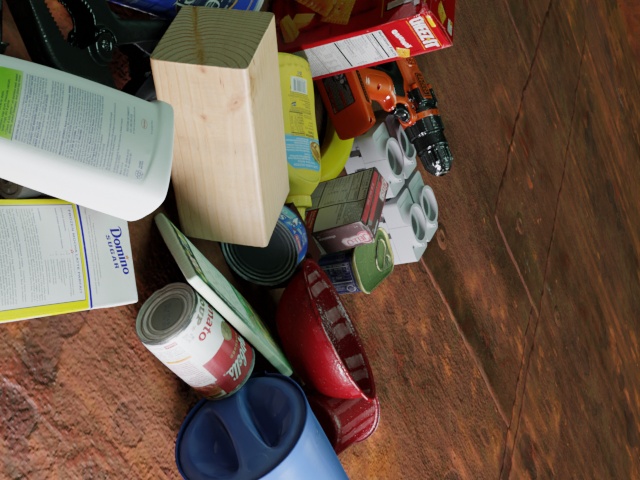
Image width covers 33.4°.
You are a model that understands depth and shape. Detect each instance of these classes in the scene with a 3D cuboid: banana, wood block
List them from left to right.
[{"bbox_3d":[-0.088,-0.102,0.993,0.090,0.090,0.206,-69,162,-44],"label":"wood block"},{"bbox_3d":[0.013,-0.137,1.330,0.069,0.037,0.197,25,56,-31],"label":"banana"}]

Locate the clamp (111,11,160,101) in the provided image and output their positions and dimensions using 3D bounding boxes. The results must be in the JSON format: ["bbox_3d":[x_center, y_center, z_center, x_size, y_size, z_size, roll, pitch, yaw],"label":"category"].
[{"bbox_3d":[-0.167,-0.174,1.001,0.171,0.039,0.120,-38,125,-58],"label":"clamp"}]

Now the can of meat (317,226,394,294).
[{"bbox_3d":[0.028,0.028,1.248,0.102,0.084,0.057,-38,115,-58],"label":"can of meat"}]

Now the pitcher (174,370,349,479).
[{"bbox_3d":[-0.031,0.258,1.029,0.149,0.145,0.242,-44,129,-20],"label":"pitcher"}]

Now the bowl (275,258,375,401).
[{"bbox_3d":[-0.002,0.102,1.104,0.162,0.055,0.162,61,10,-20],"label":"bowl"}]

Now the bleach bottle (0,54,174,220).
[{"bbox_3d":[-0.230,-0.096,0.793,0.250,0.068,0.102,21,58,-37],"label":"bleach bottle"}]

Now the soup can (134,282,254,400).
[{"bbox_3d":[-0.115,0.093,0.985,0.102,0.069,0.068,51,40,-41],"label":"soup can"}]

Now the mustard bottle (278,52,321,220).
[{"bbox_3d":[-0.038,-0.110,1.198,0.096,0.058,0.191,2,79,-60],"label":"mustard bottle"}]

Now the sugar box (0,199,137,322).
[{"bbox_3d":[-0.219,0.014,0.845,0.176,0.048,0.093,-2,84,-65],"label":"sugar box"}]

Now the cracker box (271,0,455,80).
[{"bbox_3d":[0.047,-0.285,1.244,0.072,0.214,0.164,42,46,-49],"label":"cracker box"}]

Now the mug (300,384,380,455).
[{"bbox_3d":[0.002,0.201,1.160,0.081,0.093,0.117,-23,138,-56],"label":"mug"}]

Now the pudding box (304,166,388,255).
[{"bbox_3d":[0.017,-0.030,1.215,0.039,0.114,0.090,53,38,-35],"label":"pudding box"}]

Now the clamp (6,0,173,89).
[{"bbox_3d":[-0.191,-0.151,0.891,0.209,0.036,0.164,33,61,-57],"label":"clamp"}]

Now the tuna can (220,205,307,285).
[{"bbox_3d":[-0.057,0.001,1.100,0.033,0.086,0.086,-53,127,-55],"label":"tuna can"}]

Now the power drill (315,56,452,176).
[{"bbox_3d":[0.084,-0.164,1.342,0.187,0.057,0.184,-6,69,-53],"label":"power drill"}]
